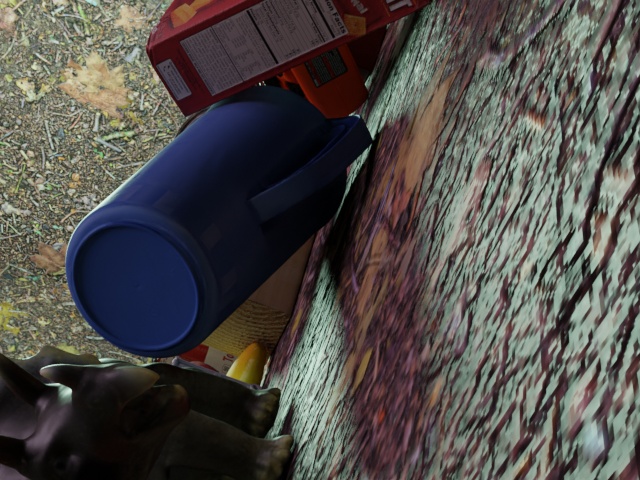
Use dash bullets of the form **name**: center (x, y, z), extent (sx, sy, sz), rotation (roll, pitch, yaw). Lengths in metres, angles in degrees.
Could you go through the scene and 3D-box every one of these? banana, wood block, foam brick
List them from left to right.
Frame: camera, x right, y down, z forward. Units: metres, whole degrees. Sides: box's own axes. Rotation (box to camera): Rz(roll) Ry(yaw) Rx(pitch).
- **banana**: center (-0.093, 0.173, 0.996), extent (0.198, 0.037, 0.069), rotation (116, 171, -46)
- **wood block**: center (-0.057, 0.001, 1.013), extent (0.091, 0.090, 0.206), rotation (115, 173, -49)
- **foam brick**: center (0.029, -0.192, 1.080), extent (0.078, 0.051, 0.053), rotation (137, 154, -78)

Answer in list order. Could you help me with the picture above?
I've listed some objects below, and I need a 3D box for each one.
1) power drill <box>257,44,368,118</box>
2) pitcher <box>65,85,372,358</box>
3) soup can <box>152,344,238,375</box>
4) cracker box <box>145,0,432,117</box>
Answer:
- **power drill**: center (-0.017, -0.155, 1.046), extent (0.057, 0.184, 0.188), rotation (-33, 15, -13)
- **pitcher**: center (-0.068, -0.021, 0.760), extent (0.242, 0.145, 0.149), rotation (-52, -17, -60)
- **soup can**: center (-0.136, 0.148, 1.181), extent (0.068, 0.102, 0.068), rotation (-161, 91, -85)
- **cracker box**: center (-0.019, -0.198, 0.833), extent (0.214, 0.072, 0.164), rotation (-22, 28, 21)
